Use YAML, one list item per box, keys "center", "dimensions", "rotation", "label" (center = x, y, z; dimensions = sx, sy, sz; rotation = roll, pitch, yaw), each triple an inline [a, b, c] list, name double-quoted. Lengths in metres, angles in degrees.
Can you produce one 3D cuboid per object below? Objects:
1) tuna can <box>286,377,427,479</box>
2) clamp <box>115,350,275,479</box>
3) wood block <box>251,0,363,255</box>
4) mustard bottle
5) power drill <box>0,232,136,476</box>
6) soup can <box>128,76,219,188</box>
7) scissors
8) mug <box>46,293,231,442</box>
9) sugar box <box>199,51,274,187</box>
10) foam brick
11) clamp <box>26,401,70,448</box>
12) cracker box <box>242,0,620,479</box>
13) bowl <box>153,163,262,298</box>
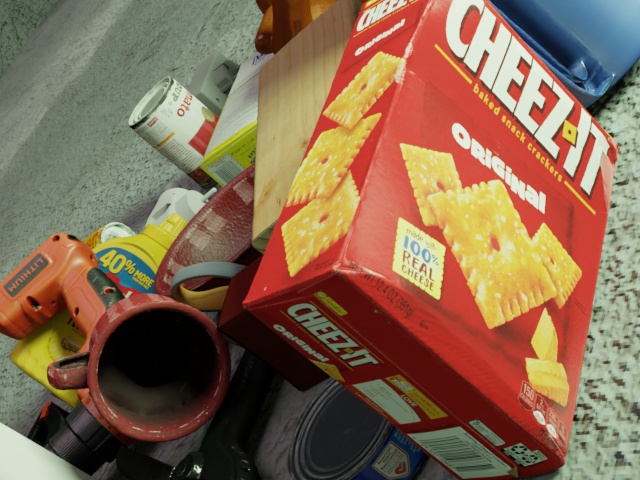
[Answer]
- center: [0.023, 0.110, 0.599]
  dimensions: [0.086, 0.033, 0.086]
  rotation: [-38, 27, 23]
  label: "tuna can"
- center: [-0.086, 0.162, 0.703]
  dimensions: [0.165, 0.036, 0.210]
  rotation: [-40, 26, 22]
  label: "clamp"
- center: [0.020, -0.059, 0.679]
  dimensions: [0.090, 0.090, 0.206]
  rotation: [-37, 29, 23]
  label: "wood block"
- center: [-0.181, 0.056, 0.952]
  dimensions: [0.191, 0.096, 0.058]
  rotation: [-54, -18, -13]
  label: "mustard bottle"
- center: [-0.197, 0.094, 0.864]
  dimensions: [0.184, 0.057, 0.188]
  rotation: [-44, 58, -11]
  label: "power drill"
- center: [-0.138, -0.111, 1.096]
  dimensions: [0.069, 0.102, 0.068]
  rotation: [-38, 26, 23]
  label: "soup can"
- center: [-0.008, 0.042, 0.747]
  dimensions: [0.202, 0.096, 0.016]
  rotation: [-1, 49, 19]
  label: "scissors"
- center: [-0.125, 0.083, 0.722]
  dimensions: [0.117, 0.093, 0.082]
  rotation: [-10, 8, -15]
  label: "mug"
- center: [-0.057, -0.137, 1.068]
  dimensions: [0.093, 0.048, 0.176]
  rotation: [-30, 27, 36]
  label: "sugar box"
- center: [-0.019, 0.050, 0.701]
  dimensions: [0.051, 0.078, 0.053]
  rotation: [-35, 28, 32]
  label: "foam brick"
- center: [-0.244, 0.209, 0.901]
  dimensions: [0.120, 0.039, 0.171]
  rotation: [-37, 24, 12]
  label: "clamp"
- center: [0.070, -0.012, 0.538]
  dimensions: [0.072, 0.164, 0.213]
  rotation: [-21, 37, 43]
  label: "cracker box"
- center: [-0.056, 0.001, 0.846]
  dimensions: [0.162, 0.055, 0.162]
  rotation: [-36, 22, 17]
  label: "bowl"
